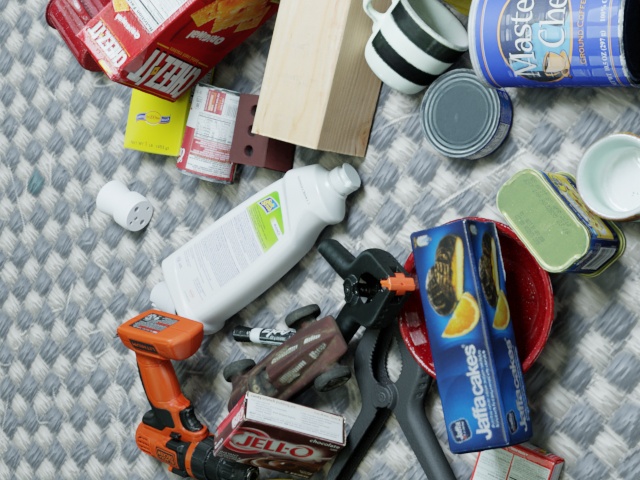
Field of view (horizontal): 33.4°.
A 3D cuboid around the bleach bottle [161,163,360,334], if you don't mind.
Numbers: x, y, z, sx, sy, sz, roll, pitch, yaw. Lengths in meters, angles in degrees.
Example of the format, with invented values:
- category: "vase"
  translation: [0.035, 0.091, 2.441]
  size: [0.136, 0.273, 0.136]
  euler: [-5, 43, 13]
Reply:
- category: "bleach bottle"
  translation: [-0.058, 0.001, 1.153]
  size: [0.251, 0.068, 0.102]
  euler: [-33, 70, 27]

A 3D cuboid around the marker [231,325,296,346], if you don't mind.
- category: "marker"
  translation: [-0.047, 0.106, 1.166]
  size: [0.121, 0.020, 0.020]
  euler: [2, 89, 35]

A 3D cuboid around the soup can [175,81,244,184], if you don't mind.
- category: "soup can"
  translation: [-0.118, -0.120, 1.194]
  size: [0.069, 0.068, 0.102]
  euler: [19, 98, 34]

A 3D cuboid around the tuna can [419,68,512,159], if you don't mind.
- category: "tuna can"
  translation: [0.142, -0.122, 1.036]
  size: [0.086, 0.033, 0.086]
  euler: [-2, 87, 34]

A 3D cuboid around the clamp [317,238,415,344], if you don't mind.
- category: "clamp"
  translation: [0.039, 0.041, 1.064]
  size: [0.172, 0.039, 0.120]
  euler: [-31, 67, 58]

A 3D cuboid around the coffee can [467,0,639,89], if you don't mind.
- category: "coffee can"
  translation: [0.216, -0.186, 0.946]
  size: [0.141, 0.102, 0.103]
  euler: [5, 91, 34]

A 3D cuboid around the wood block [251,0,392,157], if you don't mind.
- category: "wood block"
  translation: [0.010, -0.198, 1.096]
  size: [0.090, 0.090, 0.206]
  euler: [18, 98, 34]

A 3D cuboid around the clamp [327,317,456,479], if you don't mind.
- category: "clamp"
  translation: [0.080, 0.162, 1.061]
  size: [0.165, 0.036, 0.210]
  euler: [6, 90, 43]

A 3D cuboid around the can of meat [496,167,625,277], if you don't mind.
- category: "can of meat"
  translation: [0.213, -0.016, 0.953]
  size: [0.058, 0.083, 0.102]
  euler: [-46, 65, 24]

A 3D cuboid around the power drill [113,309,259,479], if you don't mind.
- category: "power drill"
  translation: [-0.149, 0.177, 1.170]
  size: [0.185, 0.057, 0.188]
  euler: [10, 117, 40]

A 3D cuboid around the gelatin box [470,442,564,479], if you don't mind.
- category: "gelatin box"
  translation: [0.179, 0.232, 0.999]
  size: [0.073, 0.030, 0.089]
  euler: [20, 99, 32]

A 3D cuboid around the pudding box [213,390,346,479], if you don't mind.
- category: "pudding box"
  translation: [-0.042, 0.200, 1.090]
  size: [0.090, 0.113, 0.039]
  euler: [127, 152, -48]

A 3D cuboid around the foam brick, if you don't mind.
- category: "foam brick"
  translation: [-0.060, -0.117, 1.164]
  size: [0.053, 0.051, 0.078]
  euler: [13, 95, 35]

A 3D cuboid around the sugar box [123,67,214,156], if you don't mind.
- category: "sugar box"
  translation: [-0.173, -0.188, 1.249]
  size: [0.093, 0.048, 0.176]
  euler: [11, 95, 34]

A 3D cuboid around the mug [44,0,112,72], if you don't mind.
- category: "mug"
  translation: [-0.276, -0.263, 1.285]
  size: [0.093, 0.117, 0.081]
  euler: [-34, 72, -3]

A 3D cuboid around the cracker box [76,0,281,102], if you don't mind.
- category: "cracker box"
  translation: [-0.125, -0.244, 1.117]
  size: [0.214, 0.164, 0.072]
  euler: [-40, 79, 12]

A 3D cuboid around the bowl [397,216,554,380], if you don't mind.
- category: "bowl"
  translation: [0.153, 0.060, 1.008]
  size: [0.162, 0.055, 0.162]
  euler: [-2, 87, 35]
